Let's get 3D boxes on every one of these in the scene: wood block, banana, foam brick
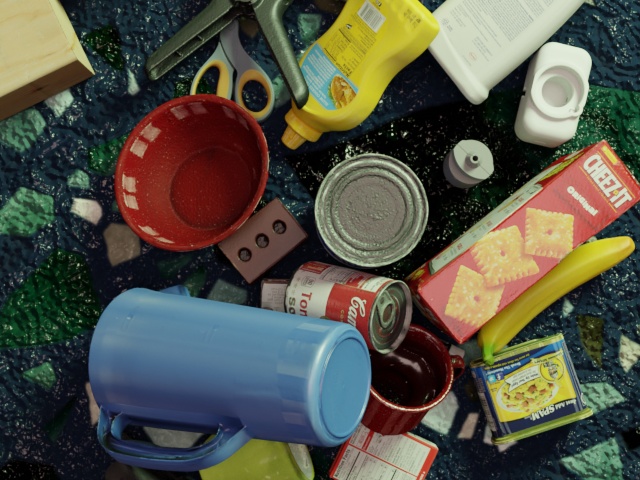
[{"bbox_3d":[-0.342,-0.165,1.056,0.206,0.091,0.090,-26,89,-1],"label":"wood block"},{"bbox_3d":[0.222,0.056,1.057,0.197,0.070,0.037,-39,121,-11],"label":"banana"},{"bbox_3d":[-0.057,0.001,1.067,0.078,0.051,0.053,-39,88,-1],"label":"foam brick"}]

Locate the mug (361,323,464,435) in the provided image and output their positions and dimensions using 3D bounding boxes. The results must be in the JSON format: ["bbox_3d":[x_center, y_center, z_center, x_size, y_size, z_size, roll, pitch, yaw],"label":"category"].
[{"bbox_3d":[0.084,0.135,1.037,0.117,0.082,0.093,-13,63,-19],"label":"mug"}]

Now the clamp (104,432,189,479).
[{"bbox_3d":[-0.144,0.246,1.048,0.171,0.120,0.039,39,93,-20],"label":"clamp"}]

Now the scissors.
[{"bbox_3d":[-0.076,-0.207,1.093,0.096,0.016,0.202,18,88,-1],"label":"scissors"}]

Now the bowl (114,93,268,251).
[{"bbox_3d":[-0.119,-0.060,1.054,0.162,0.055,0.162,-5,73,15],"label":"bowl"}]

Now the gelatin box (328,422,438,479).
[{"bbox_3d":[0.063,0.220,1.069,0.089,0.030,0.073,26,89,2],"label":"gelatin box"}]

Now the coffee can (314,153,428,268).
[{"bbox_3d":[0.046,-0.025,1.023,0.103,0.140,0.103,0,88,0],"label":"coffee can"}]

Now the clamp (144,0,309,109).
[{"bbox_3d":[-0.083,-0.234,1.059,0.164,0.036,0.210,5,74,4],"label":"clamp"}]

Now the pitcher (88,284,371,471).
[{"bbox_3d":[-0.085,0.127,0.969,0.243,0.144,0.149,4,97,31],"label":"pitcher"}]

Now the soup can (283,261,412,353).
[{"bbox_3d":[0.025,0.061,0.995,0.102,0.068,0.068,12,88,36],"label":"soup can"}]

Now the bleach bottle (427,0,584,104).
[{"bbox_3d":[0.219,-0.248,1.033,0.251,0.068,0.102,-38,87,16],"label":"bleach bottle"}]

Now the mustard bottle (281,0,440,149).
[{"bbox_3d":[0.026,-0.166,1.052,0.192,0.058,0.096,-49,59,19],"label":"mustard bottle"}]

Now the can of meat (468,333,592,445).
[{"bbox_3d":[0.205,0.146,1.058,0.102,0.057,0.084,-18,86,0],"label":"can of meat"}]

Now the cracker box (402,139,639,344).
[{"bbox_3d":[0.184,0.004,1.009,0.213,0.164,0.072,-38,90,-1],"label":"cracker box"}]
